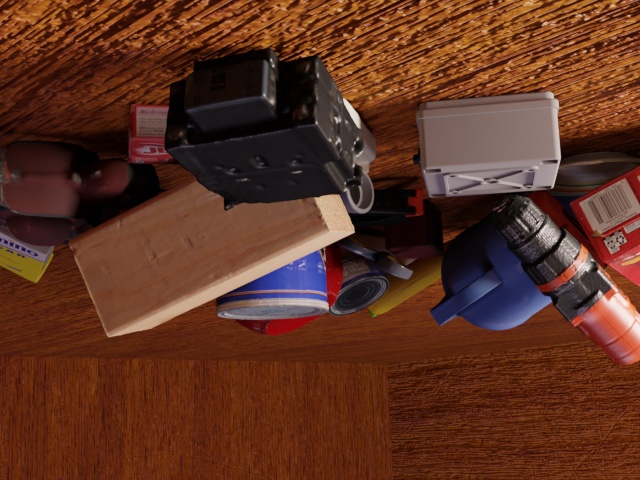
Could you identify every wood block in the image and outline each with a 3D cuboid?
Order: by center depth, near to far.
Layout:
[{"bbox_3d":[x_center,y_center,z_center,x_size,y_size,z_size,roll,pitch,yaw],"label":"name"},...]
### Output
[{"bbox_3d":[-0.089,-0.004,0.886,0.206,0.090,0.090,-25,175,14],"label":"wood block"}]

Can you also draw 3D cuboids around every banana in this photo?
[{"bbox_3d":[0.128,0.040,1.348,0.198,0.037,0.069,-34,178,19],"label":"banana"}]

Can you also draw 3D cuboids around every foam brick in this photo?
[{"bbox_3d":[0.106,-0.011,1.209,0.051,0.053,0.078,-6,168,17],"label":"foam brick"}]

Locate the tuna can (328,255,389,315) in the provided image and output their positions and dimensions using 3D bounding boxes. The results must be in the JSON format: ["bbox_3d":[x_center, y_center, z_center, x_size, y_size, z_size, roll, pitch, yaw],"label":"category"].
[{"bbox_3d":[0.039,0.055,1.292,0.086,0.034,0.086,-20,152,-12],"label":"tuna can"}]

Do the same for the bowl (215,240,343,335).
[{"bbox_3d":[-0.034,0.060,1.194,0.162,0.055,0.162,-25,160,-10],"label":"bowl"}]

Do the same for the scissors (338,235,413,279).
[{"bbox_3d":[0.058,0.013,1.225,0.096,0.016,0.202,27,-177,-8],"label":"scissors"}]

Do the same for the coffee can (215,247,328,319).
[{"bbox_3d":[-0.046,-0.002,0.982,0.103,0.140,0.103,-2,170,-1],"label":"coffee can"}]

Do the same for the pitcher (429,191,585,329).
[{"bbox_3d":[0.220,0.023,1.196,0.145,0.149,0.243,13,165,-5],"label":"pitcher"}]

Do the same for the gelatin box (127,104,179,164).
[{"bbox_3d":[-0.107,-0.082,0.842,0.089,0.030,0.073,-1,170,-11],"label":"gelatin box"}]

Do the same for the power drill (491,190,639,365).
[{"bbox_3d":[0.215,0.013,0.968,0.057,0.184,0.187,-40,-169,15],"label":"power drill"}]

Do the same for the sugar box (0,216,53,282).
[{"bbox_3d":[-0.315,-0.006,1.080,0.093,0.048,0.176,27,165,-10],"label":"sugar box"}]

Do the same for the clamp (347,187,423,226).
[{"bbox_3d":[0.020,-0.029,1.134,0.210,0.036,0.164,-4,170,28],"label":"clamp"}]
